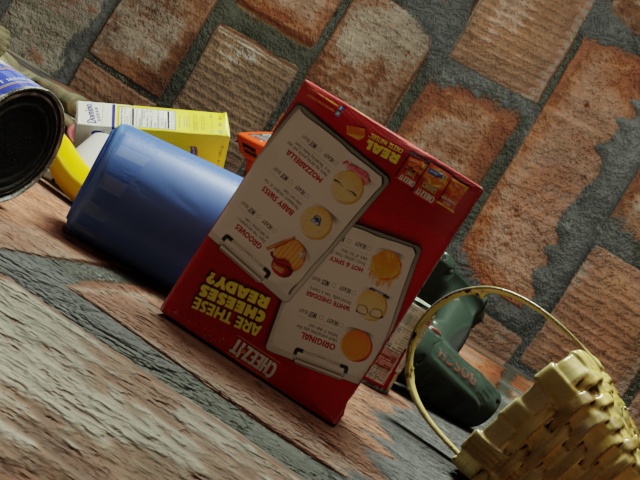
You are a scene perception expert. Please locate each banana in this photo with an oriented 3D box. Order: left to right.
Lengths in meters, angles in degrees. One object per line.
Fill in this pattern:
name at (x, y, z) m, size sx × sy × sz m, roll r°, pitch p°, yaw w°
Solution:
banana at (-0.221, -0.053, 1.101) m, size 0.198 × 0.069 × 0.037 m, roll 27°, pitch -34°, yaw 15°

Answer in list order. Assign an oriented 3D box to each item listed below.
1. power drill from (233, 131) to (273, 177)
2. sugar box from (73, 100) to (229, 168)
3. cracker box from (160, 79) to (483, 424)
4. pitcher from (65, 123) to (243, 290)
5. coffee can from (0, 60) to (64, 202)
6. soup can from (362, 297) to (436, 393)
power drill at (-0.068, -0.038, 1.376) m, size 0.057 × 0.188 × 0.185 m, roll -3°, pitch 19°, yaw -28°
sugar box at (-0.200, -0.112, 1.254) m, size 0.176 × 0.093 × 0.048 m, roll 1°, pitch 53°, yaw -14°
cracker box at (0.003, 0.009, 0.842) m, size 0.164 × 0.214 × 0.072 m, roll 32°, pitch 1°, yaw 8°
pitcher at (-0.097, -0.009, 0.966) m, size 0.242 × 0.145 × 0.149 m, roll 28°, pitch -17°, yaw -14°
coffee can at (-0.291, -0.108, 0.855) m, size 0.140 × 0.103 × 0.102 m, roll 33°, pitch 3°, yaw 23°
soup can at (0.069, 0.101, 1.127) m, size 0.068 × 0.102 × 0.068 m, roll 31°, pitch 3°, yaw -2°
